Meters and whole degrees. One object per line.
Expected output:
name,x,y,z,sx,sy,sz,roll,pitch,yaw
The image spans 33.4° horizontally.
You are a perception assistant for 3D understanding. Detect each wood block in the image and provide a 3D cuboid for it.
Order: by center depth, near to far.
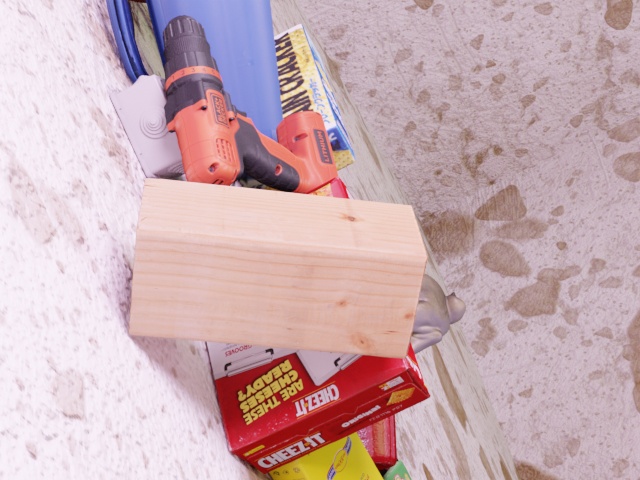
wood block,-0.034,0.020,0.798,0.091,0.206,0.090,-97,-165,-62

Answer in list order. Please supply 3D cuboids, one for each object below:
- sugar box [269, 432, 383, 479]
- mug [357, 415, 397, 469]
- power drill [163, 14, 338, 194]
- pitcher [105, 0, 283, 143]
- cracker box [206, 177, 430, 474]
sugar box,0.022,0.241,0.973,0.176,0.048,0.093,59,37,-16
mug,0.026,0.192,1.093,0.117,0.093,0.081,9,68,-32
power drill,-0.070,-0.112,1.014,0.187,0.057,0.184,18,51,-46
pitcher,-0.116,-0.193,1.105,0.145,0.149,0.243,-55,138,-66
cracker box,-0.016,0.071,0.932,0.072,0.164,0.214,50,17,-50
